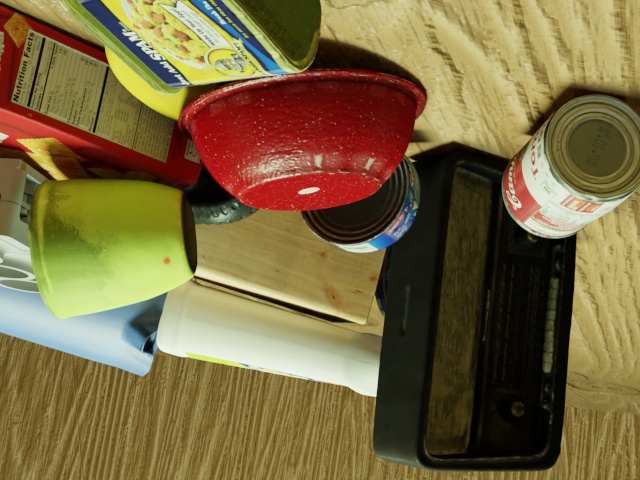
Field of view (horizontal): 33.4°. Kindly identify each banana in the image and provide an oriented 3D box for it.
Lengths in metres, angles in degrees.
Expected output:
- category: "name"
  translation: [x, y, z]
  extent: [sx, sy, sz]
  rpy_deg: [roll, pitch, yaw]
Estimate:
- category: "banana"
  translation: [-0.089, -0.103, 0.653]
  extent: [0.069, 0.037, 0.198]
  rpy_deg: [8, 168, 6]

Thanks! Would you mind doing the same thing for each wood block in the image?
- category: "wood block"
  translation: [-0.056, 0.001, 0.931]
  extent: [0.206, 0.090, 0.091]
  rpy_deg: [19, 170, -17]

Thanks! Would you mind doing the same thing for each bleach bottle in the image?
- category: "bleach bottle"
  translation: [-0.012, 0.096, 0.949]
  extent: [0.251, 0.068, 0.102]
  rpy_deg: [13, 172, 5]

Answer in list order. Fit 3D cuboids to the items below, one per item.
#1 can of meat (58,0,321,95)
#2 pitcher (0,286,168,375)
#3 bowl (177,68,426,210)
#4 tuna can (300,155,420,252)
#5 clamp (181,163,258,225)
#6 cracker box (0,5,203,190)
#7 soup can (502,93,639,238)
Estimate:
- category: "can of meat"
  translation: [-0.058, -0.116, 0.497]
  extent: [0.084, 0.057, 0.102]
  rpy_deg: [-1, 153, 33]
- category: "pitcher"
  translation: [-0.261, 0.031, 1.007]
  extent: [0.242, 0.145, 0.149]
  rpy_deg: [17, 155, -18]
- category: "bowl"
  translation: [-0.009, -0.057, 0.686]
  extent: [0.162, 0.055, 0.162]
  rpy_deg: [-5, 168, -1]
- category: "tuna can"
  translation: [0.029, -0.035, 0.773]
  extent: [0.086, 0.086, 0.033]
  rpy_deg: [3, 168, 26]
- category: "clamp"
  translation: [-0.099, -0.047, 0.821]
  extent: [0.171, 0.120, 0.039]
  rpy_deg: [-21, 145, 9]
- category: "cracker box"
  translation: [-0.208, -0.088, 0.728]
  extent: [0.213, 0.072, 0.164]
  rpy_deg: [20, 163, -42]
- category: "soup can"
  translation: [0.160, -0.045, 0.673]
  extent: [0.068, 0.068, 0.102]
  rpy_deg: [9, 168, -2]
